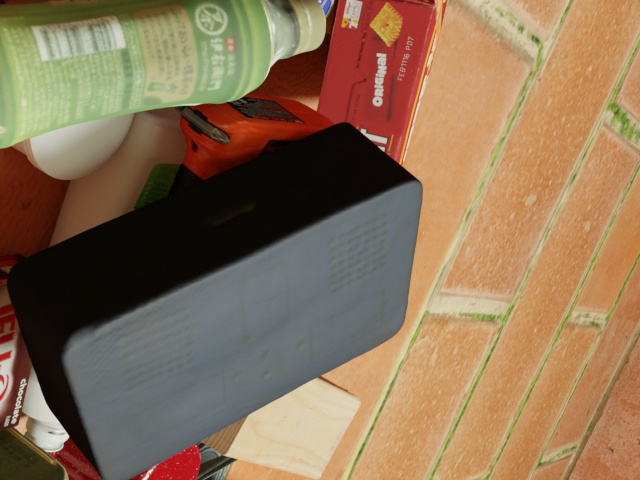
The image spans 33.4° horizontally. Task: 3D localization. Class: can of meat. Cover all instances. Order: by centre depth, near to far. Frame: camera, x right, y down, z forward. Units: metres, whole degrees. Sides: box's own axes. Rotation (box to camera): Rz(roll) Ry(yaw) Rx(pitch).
[{"bbox_3d":[-0.207,0.172,0.692,0.057,0.102,0.084,-31,138,-44],"label":"can of meat"}]

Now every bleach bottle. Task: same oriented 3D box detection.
[{"bbox_3d":[-0.141,0.027,0.717,0.102,0.068,0.251,0,116,-55],"label":"bleach bottle"}]

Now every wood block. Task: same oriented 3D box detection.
[{"bbox_3d":[-0.052,0.143,0.947,0.090,0.091,0.206,-60,153,-5],"label":"wood block"}]

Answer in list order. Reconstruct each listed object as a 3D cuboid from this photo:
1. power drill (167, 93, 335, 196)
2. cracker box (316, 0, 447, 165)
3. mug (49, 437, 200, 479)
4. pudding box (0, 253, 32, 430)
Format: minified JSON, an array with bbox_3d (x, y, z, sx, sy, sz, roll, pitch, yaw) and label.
[{"bbox_3d":[-0.055,0.001,0.688,0.184,0.057,0.188,0,119,-49],"label":"power drill"},{"bbox_3d":[0.048,-0.136,0.796,0.213,0.072,0.164,-71,173,-60],"label":"cracker box"},{"bbox_3d":[-0.146,0.160,0.807,0.093,0.082,0.117,-40,146,-36],"label":"mug"},{"bbox_3d":[-0.216,0.068,0.647,0.089,0.039,0.113,-10,123,-57],"label":"pudding box"}]
